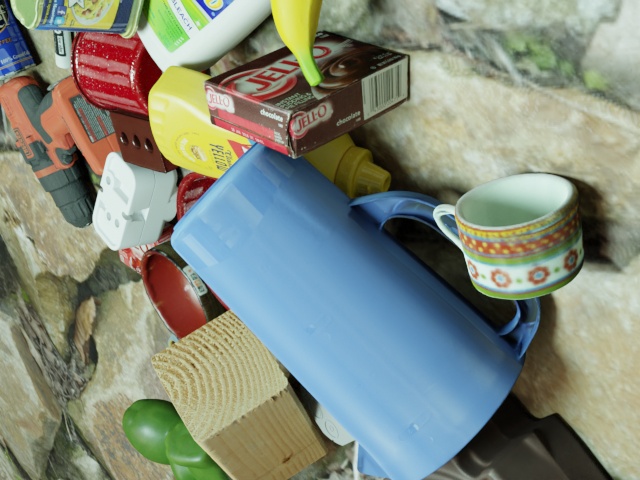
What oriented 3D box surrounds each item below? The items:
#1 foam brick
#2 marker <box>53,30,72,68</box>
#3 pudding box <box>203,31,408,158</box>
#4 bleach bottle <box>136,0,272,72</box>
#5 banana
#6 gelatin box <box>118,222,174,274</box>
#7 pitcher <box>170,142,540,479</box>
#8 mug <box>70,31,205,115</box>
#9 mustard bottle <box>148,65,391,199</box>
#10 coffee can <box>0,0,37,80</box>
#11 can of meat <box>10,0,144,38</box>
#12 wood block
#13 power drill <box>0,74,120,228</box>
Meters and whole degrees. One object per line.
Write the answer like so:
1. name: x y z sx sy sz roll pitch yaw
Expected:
1. foam brick: -0.150 -0.100 0.988 0.078 0.051 0.053 17 129 48
2. marker: -0.260 -0.226 1.067 0.020 0.020 0.121 40 143 29
3. pudding box: -0.009 -0.102 0.730 0.090 0.113 0.039 26 132 41
4. bleach bottle: -0.061 -0.210 0.765 0.251 0.068 0.102 -28 88 56
5. banana: 0.015 -0.193 0.647 0.069 0.037 0.198 32 123 6
6. gelatin box: -0.188 0.003 1.147 0.089 0.030 0.073 29 137 39
7. pitcher: 0.023 0.037 0.745 0.243 0.149 0.145 44 155 -4
8. mug: -0.150 -0.162 0.916 0.082 0.093 0.117 19 94 40
9. mustard bottle: -0.036 -0.071 0.818 0.192 0.058 0.096 19 149 21
10. coffee can: -0.384 -0.235 1.155 0.103 0.102 0.140 -2 114 55
11. can of meat: -0.177 -0.205 0.796 0.057 0.083 0.102 47 130 38
12. wood block: -0.067 0.152 0.963 0.090 0.090 0.206 55 173 27
13. power drill: -0.268 -0.100 1.147 0.188 0.057 0.184 -6 115 55
